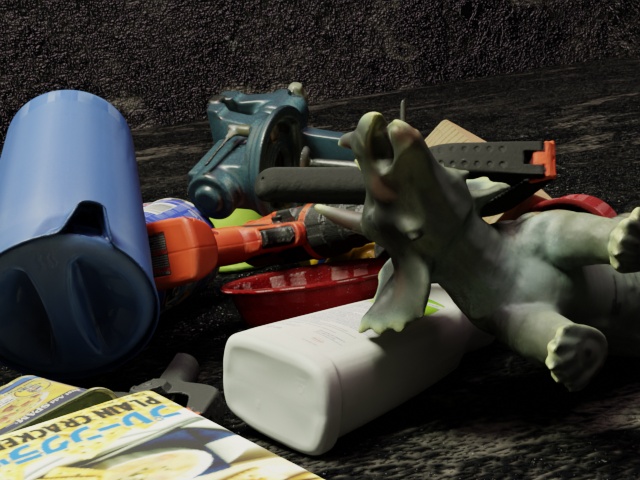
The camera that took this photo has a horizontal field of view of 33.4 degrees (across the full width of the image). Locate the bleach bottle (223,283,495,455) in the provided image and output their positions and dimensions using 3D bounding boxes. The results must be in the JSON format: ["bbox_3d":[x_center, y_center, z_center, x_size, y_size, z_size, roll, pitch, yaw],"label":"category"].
[{"bbox_3d":[0.054,0.075,0.760,0.103,0.068,0.250,17,21,42],"label":"bleach bottle"}]

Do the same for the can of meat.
[{"bbox_3d":[-0.183,0.125,0.651,0.084,0.057,0.101,4,22,45],"label":"can of meat"}]

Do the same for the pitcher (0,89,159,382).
[{"bbox_3d":[-0.203,-0.008,0.842,0.149,0.145,0.243,-26,37,8],"label":"pitcher"}]

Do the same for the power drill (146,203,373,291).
[{"bbox_3d":[-0.056,0.001,0.916,0.187,0.057,0.185,-7,-5,-43],"label":"power drill"}]

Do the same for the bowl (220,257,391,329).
[{"bbox_3d":[0.002,0.052,0.872,0.162,0.055,0.162,-9,4,0],"label":"bowl"}]

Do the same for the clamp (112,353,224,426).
[{"bbox_3d":[-0.108,0.111,0.730,0.120,0.039,0.172,-24,18,-33],"label":"clamp"}]

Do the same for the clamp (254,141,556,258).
[{"bbox_3d":[0.080,-0.032,0.788,0.210,0.036,0.164,-10,-23,30],"label":"clamp"}]
